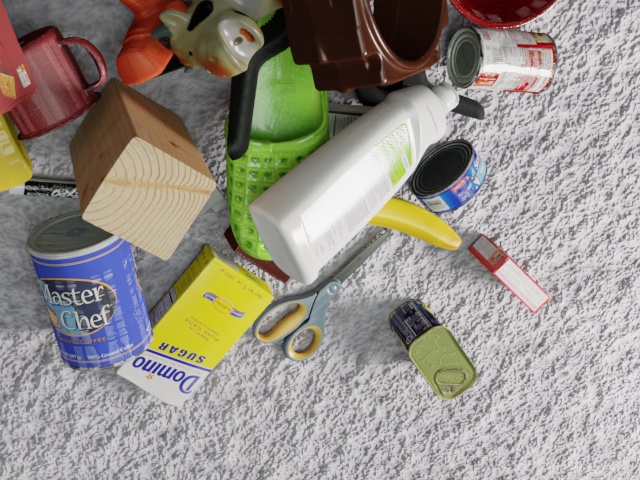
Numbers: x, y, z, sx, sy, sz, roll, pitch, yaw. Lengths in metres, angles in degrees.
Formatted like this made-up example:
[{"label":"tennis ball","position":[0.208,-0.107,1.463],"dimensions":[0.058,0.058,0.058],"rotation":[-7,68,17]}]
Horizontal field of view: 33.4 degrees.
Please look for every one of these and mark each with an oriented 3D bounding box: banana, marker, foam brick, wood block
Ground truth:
[{"label":"banana","position":[0.066,-0.023,1.208],"dimensions":[0.197,0.069,0.037],"rotation":[2,155,-23]},{"label":"marker","position":[-0.264,-0.054,1.119],"dimensions":[0.121,0.020,0.020],"rotation":[4,112,-18]},{"label":"foam brick","position":[-0.058,0.001,1.186],"dimensions":[0.078,0.051,0.053],"rotation":[33,100,-26]},{"label":"wood block","position":[-0.177,-0.075,1.030],"dimensions":[0.090,0.206,0.090],"rotation":[30,101,-25]}]

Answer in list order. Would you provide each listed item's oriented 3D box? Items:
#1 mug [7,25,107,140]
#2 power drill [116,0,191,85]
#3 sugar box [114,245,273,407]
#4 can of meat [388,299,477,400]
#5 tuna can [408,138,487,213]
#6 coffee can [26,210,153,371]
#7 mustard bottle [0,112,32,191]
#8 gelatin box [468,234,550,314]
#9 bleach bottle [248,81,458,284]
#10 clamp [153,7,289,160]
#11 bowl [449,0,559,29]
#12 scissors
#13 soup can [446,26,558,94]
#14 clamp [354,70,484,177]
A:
[{"label":"mug","position":[-0.262,-0.158,1.030],"dimensions":[0.117,0.093,0.081],"rotation":[-17,115,20]},{"label":"power drill","position":[-0.205,-0.237,0.984],"dimensions":[0.057,0.184,0.187],"rotation":[-9,132,33]},{"label":"sugar box","position":[-0.144,0.099,1.206],"dimensions":[0.093,0.048,0.176],"rotation":[35,98,-26]},{"label":"can of meat","position":[0.133,0.129,1.280],"dimensions":[0.057,0.084,0.102],"rotation":[-36,118,1]},{"label":"tuna can","position":[0.143,-0.071,1.195],"dimensions":[0.086,0.086,0.033],"rotation":[-42,119,4]},{"label":"coffee can","position":[-0.241,0.051,1.124],"dimensions":[0.102,0.103,0.140],"rotation":[-14,116,-10]},{"label":"mustard bottle","position":[-0.390,-0.068,1.053],"dimensions":[0.191,0.058,0.096],"rotation":[-24,115,-5]},{"label":"gelatin box","position":[0.226,0.039,1.275],"dimensions":[0.030,0.073,0.089],"rotation":[-46,117,6]},{"label":"bleach bottle","position":[0.047,-0.072,1.084],"dimensions":[0.250,0.068,0.102],"rotation":[-40,134,-18]},{"label":"clamp","position":[-0.091,-0.201,1.067],"dimensions":[0.210,0.165,0.036],"rotation":[-58,159,-5]},{"label":"bowl","position":[0.190,-0.308,1.123],"dimensions":[0.162,0.055,0.162],"rotation":[-6,114,-14]},{"label":"scissors","position":[0.015,0.073,1.260],"dimensions":[0.201,0.016,0.096],"rotation":[-30,119,-2]},{"label":"soup can","position":[0.197,-0.195,1.158],"dimensions":[0.102,0.069,0.068],"rotation":[-1,113,-26]},{"label":"clamp","position":[0.100,-0.161,1.168],"dimensions":[0.120,0.039,0.171],"rotation":[-33,118,1]}]
